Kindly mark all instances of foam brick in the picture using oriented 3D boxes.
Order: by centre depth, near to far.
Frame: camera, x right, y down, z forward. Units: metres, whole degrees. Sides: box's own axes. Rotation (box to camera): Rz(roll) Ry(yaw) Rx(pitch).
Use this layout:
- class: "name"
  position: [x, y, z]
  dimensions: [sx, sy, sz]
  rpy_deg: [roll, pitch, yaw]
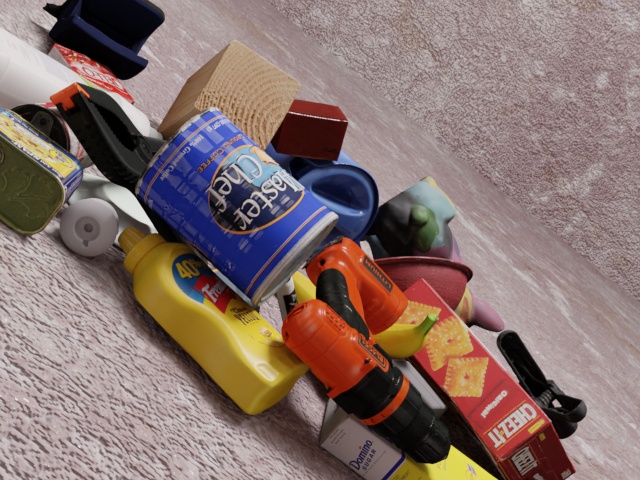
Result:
- class: "foam brick"
  position: [-0.015, -0.128, 1.229]
  dimensions: [0.078, 0.053, 0.051]
  rpy_deg: [7, 25, -19]

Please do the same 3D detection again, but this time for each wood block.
- class: "wood block"
  position: [-0.110, -0.148, 1.217]
  dimensions: [0.090, 0.090, 0.206]
  rpy_deg: [32, -13, -15]

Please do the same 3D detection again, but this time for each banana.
- class: "banana"
  position: [0.034, 0.080, 1.097]
  dimensions: [0.198, 0.070, 0.037]
  rpy_deg: [16, 18, 30]

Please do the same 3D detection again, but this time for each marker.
- class: "marker"
  position: [-0.030, 0.059, 0.986]
  dimensions: [0.020, 0.020, 0.121]
  rpy_deg: [-122, -163, -49]

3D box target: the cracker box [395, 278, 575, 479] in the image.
- class: "cracker box"
  position: [0.164, 0.161, 1.126]
  dimensions: [0.214, 0.072, 0.164]
  rpy_deg: [51, -1, 36]

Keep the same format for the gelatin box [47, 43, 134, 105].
- class: "gelatin box"
  position: [-0.268, -0.185, 1.240]
  dimensions: [0.089, 0.030, 0.073]
  rpy_deg: [19, 25, -52]

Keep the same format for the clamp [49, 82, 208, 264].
- class: "clamp"
  position: [-0.168, -0.066, 0.966]
  dimensions: [0.209, 0.036, 0.164]
  rpy_deg: [46, 20, -57]

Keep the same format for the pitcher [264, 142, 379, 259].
- class: "pitcher"
  position: [-0.031, -0.085, 1.360]
  dimensions: [0.144, 0.149, 0.243]
  rpy_deg: [1, 31, -28]

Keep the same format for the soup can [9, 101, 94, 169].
- class: "soup can"
  position: [-0.239, -0.092, 0.965]
  dimensions: [0.068, 0.068, 0.102]
  rpy_deg: [40, 15, 2]

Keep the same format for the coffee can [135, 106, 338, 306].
- class: "coffee can"
  position: [-0.070, -0.028, 0.898]
  dimensions: [0.140, 0.103, 0.102]
  rpy_deg: [42, 15, 5]

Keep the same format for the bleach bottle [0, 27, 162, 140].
- class: "bleach bottle"
  position: [-0.253, -0.136, 1.075]
  dimensions: [0.250, 0.068, 0.103]
  rpy_deg: [26, 20, -49]

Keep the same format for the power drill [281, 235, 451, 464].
- class: "power drill"
  position: [0.044, 0.089, 0.932]
  dimensions: [0.184, 0.057, 0.187]
  rpy_deg: [47, 17, -18]

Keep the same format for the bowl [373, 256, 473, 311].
- class: "bowl"
  position: [0.098, 0.068, 1.234]
  dimensions: [0.161, 0.162, 0.055]
  rpy_deg: [22, 60, -50]

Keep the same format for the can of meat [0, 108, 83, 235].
- class: "can of meat"
  position: [-0.249, -0.060, 0.871]
  dimensions: [0.102, 0.057, 0.084]
  rpy_deg: [37, 13, -9]

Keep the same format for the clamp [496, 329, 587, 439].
- class: "clamp"
  position: [0.243, 0.171, 1.123]
  dimensions: [0.120, 0.039, 0.171]
  rpy_deg: [54, -1, 40]

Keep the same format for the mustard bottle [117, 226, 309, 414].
- class: "mustard bottle"
  position: [-0.099, 0.058, 0.888]
  dimensions: [0.192, 0.058, 0.096]
  rpy_deg: [43, 18, 13]

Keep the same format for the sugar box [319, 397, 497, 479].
- class: "sugar box"
  position: [0.083, 0.198, 0.945]
  dimensions: [0.176, 0.048, 0.093]
  rpy_deg: [39, 16, -7]
